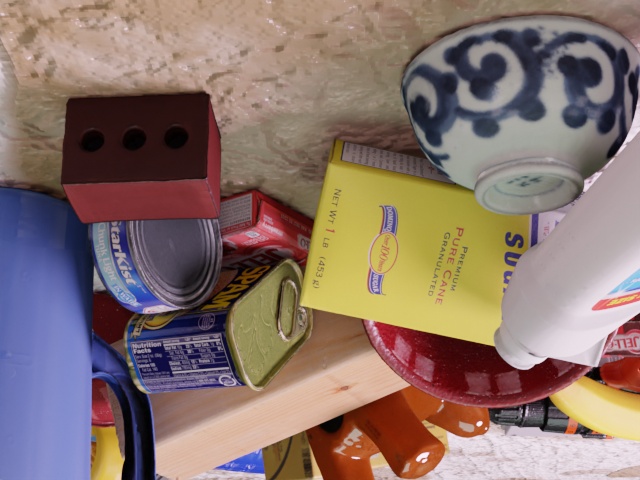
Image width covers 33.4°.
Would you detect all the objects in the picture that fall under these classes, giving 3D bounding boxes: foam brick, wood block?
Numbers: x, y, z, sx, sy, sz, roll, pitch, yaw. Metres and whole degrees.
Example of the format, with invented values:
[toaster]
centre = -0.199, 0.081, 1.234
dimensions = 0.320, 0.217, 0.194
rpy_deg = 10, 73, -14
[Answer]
[foam brick]
centre = -0.094, -0.043, 0.569
dimensions = 0.078, 0.053, 0.051
rpy_deg = -3, 158, 3
[wood block]
centre = -0.040, 0.088, 0.762
dimensions = 0.206, 0.090, 0.090
rpy_deg = -24, 151, 11

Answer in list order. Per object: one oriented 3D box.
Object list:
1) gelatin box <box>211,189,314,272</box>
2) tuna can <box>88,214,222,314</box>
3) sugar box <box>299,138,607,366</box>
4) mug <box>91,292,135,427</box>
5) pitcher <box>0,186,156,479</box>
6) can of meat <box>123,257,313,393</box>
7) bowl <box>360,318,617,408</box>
[gelatin box]
centre = -0.054, 0.001, 0.704
dimensions = 0.089, 0.030, 0.073
rpy_deg = -14, 154, 31
[tuna can]
centre = -0.097, 0.000, 0.630
dimensions = 0.034, 0.086, 0.086
rpy_deg = -11, 155, 30
[sugar box]
centre = 0.083, 0.008, 0.604
dimensions = 0.176, 0.048, 0.093
rpy_deg = 12, 116, 2
[mug]
centre = -0.165, 0.092, 0.854
dimensions = 0.117, 0.093, 0.081
rpy_deg = -3, 153, 0
[pitcher]
centre = -0.191, 0.097, 0.658
dimensions = 0.145, 0.243, 0.149
rpy_deg = -7, 157, 17
[can of meat]
centre = -0.064, 0.055, 0.675
dimensions = 0.084, 0.057, 0.102
rpy_deg = -8, -163, 26
[bowl]
centre = 0.105, 0.023, 0.666
dimensions = 0.162, 0.055, 0.162
rpy_deg = 3, 116, 6
